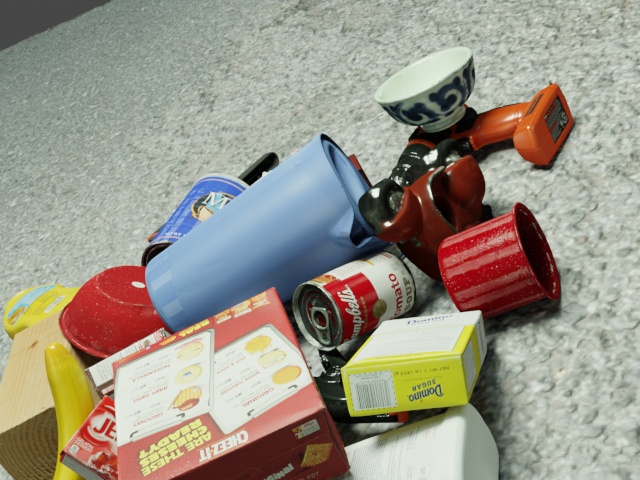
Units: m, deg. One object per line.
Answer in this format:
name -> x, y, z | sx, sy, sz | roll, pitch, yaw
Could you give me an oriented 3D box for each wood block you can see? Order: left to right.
wood block -> -0.290, 0.170, 1.168 | 0.091, 0.090, 0.206 | -28, 26, 8

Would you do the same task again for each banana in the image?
banana -> -0.248, 0.200, 1.034 | 0.037, 0.069, 0.198 | -3, 76, 43

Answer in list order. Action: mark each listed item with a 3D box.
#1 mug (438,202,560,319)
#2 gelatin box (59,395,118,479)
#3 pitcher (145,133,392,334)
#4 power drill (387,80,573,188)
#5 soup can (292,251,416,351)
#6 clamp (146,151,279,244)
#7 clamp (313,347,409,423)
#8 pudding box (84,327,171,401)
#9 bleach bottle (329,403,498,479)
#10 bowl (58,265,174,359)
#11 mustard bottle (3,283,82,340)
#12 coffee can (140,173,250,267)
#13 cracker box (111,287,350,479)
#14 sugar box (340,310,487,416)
mug -> 0.164, 0.022, 0.970 | 0.082, 0.093, 0.117 | -23, -3, 25
gelatin box -> -0.191, 0.201, 1.012 | 0.073, 0.089, 0.030 | -55, 0, -42
pitcher -> -0.057, 0.001, 1.106 | 0.243, 0.145, 0.149 | -32, -12, 14
power drill -> 0.177, -0.110, 1.208 | 0.188, 0.057, 0.184 | -6, 35, 41
soup can -> 0.033, 0.056, 1.021 | 0.102, 0.068, 0.069 | -22, 17, -37
clamp -> -0.137, -0.044, 1.444 | 0.210, 0.036, 0.164 | -24, 27, 14
clamp -> 0.005, 0.134, 0.956 | 0.120, 0.039, 0.172 | -25, 20, -28
pudding box -> -0.178, 0.136, 1.094 | 0.090, 0.039, 0.113 | -29, -17, -2
bleach bottle -> 0.010, 0.204, 0.827 | 0.251, 0.068, 0.102 | -20, 27, 25
bowl -> -0.209, 0.073, 1.197 | 0.162, 0.055, 0.162 | 10, 25, -5
mustard bottle -> -0.364, 0.098, 1.407 | 0.192, 0.058, 0.096 | 3, 43, 48
coffee can -> -0.140, -0.001, 1.296 | 0.103, 0.102, 0.140 | -11, 32, 34
cracker box -> -0.081, 0.140, 0.872 | 0.164, 0.072, 0.214 | -25, 25, -2
sugar box -> 0.082, 0.097, 0.867 | 0.093, 0.048, 0.176 | -8, 2, 15
